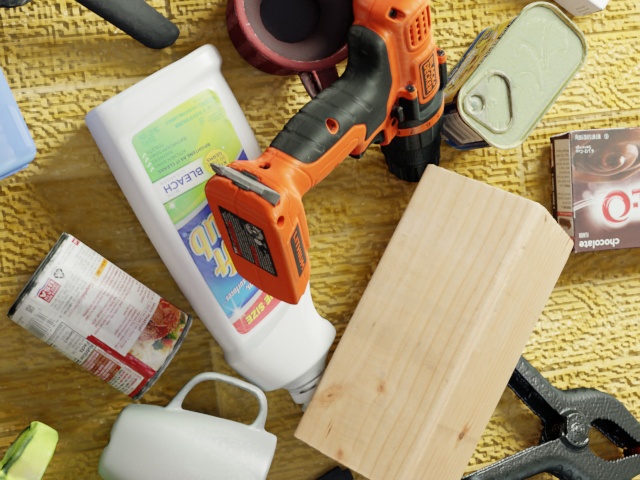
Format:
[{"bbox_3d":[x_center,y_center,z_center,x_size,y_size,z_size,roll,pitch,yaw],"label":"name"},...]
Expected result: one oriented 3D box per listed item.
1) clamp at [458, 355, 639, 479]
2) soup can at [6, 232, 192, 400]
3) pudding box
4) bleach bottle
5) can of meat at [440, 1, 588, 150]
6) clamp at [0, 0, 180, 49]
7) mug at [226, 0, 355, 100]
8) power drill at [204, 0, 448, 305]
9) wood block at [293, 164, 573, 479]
[{"bbox_3d":[0.175,0.132,0.790,0.171,0.039,0.120,10,74,-24],"label":"clamp"},{"bbox_3d":[-0.145,0.050,0.702,0.102,0.068,0.068,35,84,-11],"label":"soup can"},{"bbox_3d":[0.230,-0.040,0.801,0.113,0.039,0.090,-4,93,-13],"label":"pudding box"},{"bbox_3d":[-0.055,0.001,0.726,0.102,0.068,0.251,-32,101,-12],"label":"bleach bottle"},{"bbox_3d":[0.126,-0.111,0.752,0.057,0.084,0.102,40,83,-12],"label":"can of meat"},{"bbox_3d":[-0.177,-0.201,0.652,0.209,0.036,0.164,-11,89,-53],"label":"clamp"},{"bbox_3d":[-0.014,-0.145,0.719,0.093,0.081,0.117,-25,97,-11],"label":"mug"},{"bbox_3d":[0.014,-0.052,0.678,0.057,0.184,0.187,26,65,27],"label":"power drill"},{"bbox_3d":[0.080,0.066,0.727,0.090,0.090,0.206,24,84,32],"label":"wood block"}]
